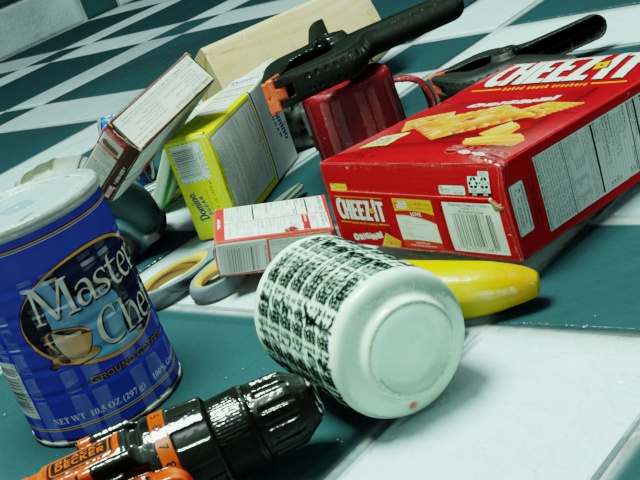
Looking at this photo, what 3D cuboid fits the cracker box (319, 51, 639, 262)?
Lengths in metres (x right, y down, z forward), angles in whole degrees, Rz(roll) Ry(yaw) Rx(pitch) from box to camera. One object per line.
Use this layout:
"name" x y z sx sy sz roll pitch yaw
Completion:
"cracker box" 0.133 -0.064 0.735 0.213 0.072 0.164 -31 22 -34

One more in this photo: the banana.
"banana" 0.043 0.023 0.659 0.069 0.037 0.198 -32 23 -28

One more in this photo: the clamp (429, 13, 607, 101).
"clamp" 0.189 -0.170 1.014 0.172 0.039 0.120 -4 24 39

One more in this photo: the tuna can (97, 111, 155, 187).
"tuna can" -0.205 -0.095 1.135 0.034 0.086 0.086 -18 20 3

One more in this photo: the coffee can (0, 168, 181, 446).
"coffee can" -0.159 0.040 0.659 0.103 0.140 0.103 -18 20 7

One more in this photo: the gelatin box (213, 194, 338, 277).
"gelatin box" -0.034 -0.004 0.788 0.089 0.030 0.073 -7 22 -3

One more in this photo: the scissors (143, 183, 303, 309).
"scissors" -0.056 0.001 0.844 0.201 0.016 0.096 -34 26 -33

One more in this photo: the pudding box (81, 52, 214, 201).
"pudding box" -0.145 -0.094 0.892 0.113 0.039 0.090 -54 5 -39

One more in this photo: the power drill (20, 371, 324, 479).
"power drill" -0.070 0.133 0.460 0.184 0.057 0.188 -26 18 -4

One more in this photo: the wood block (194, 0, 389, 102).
"wood block" -0.034 -0.205 1.211 0.205 0.090 0.091 -28 -1 -19

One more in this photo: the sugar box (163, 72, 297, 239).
"sugar box" -0.076 -0.080 0.961 0.048 0.093 0.176 -11 21 19

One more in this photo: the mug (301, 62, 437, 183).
"mug" 0.044 -0.106 0.927 0.117 0.081 0.093 -17 20 10

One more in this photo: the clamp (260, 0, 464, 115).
"clamp" 0.007 -0.162 0.929 0.165 0.036 0.209 0 29 44
